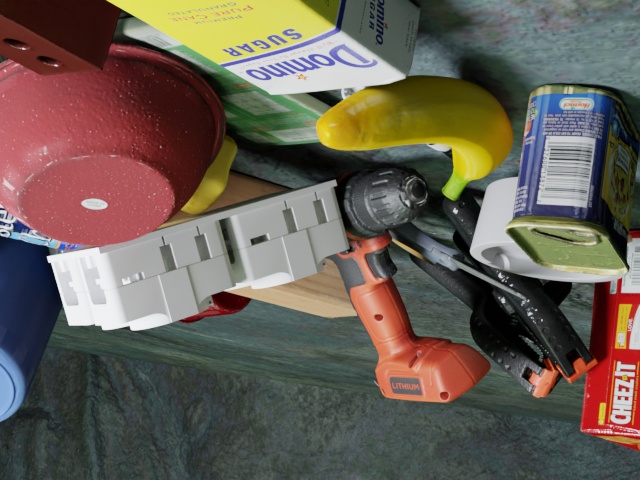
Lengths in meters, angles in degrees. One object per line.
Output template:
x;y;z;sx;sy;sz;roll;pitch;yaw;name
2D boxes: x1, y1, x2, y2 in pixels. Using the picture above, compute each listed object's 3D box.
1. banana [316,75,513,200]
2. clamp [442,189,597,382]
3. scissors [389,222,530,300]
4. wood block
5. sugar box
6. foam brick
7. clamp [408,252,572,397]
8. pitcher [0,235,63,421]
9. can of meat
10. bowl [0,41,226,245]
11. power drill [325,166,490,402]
0.067;-0.060;0.599;0.037;0.070;0.197;42;-168;27;banana
0.154;0.037;0.853;0.039;0.171;0.120;-35;171;7;clamp
0.084;0.001;0.830;0.096;0.016;0.202;38;176;-17;scissors
-0.056;0.002;0.941;0.205;0.090;0.091;16;168;-25;wood block
-0.039;-0.117;0.483;0.094;0.048;0.176;1;163;38;sugar box
-0.147;-0.122;0.539;0.053;0.051;0.078;2;165;37;foam brick
0.179;0.066;0.940;0.164;0.036;0.210;9;-153;-18;clamp
-0.316;0.060;1.010;0.145;0.243;0.149;19;122;-13;pitcher
0.149;-0.033;0.615;0.058;0.084;0.102;5;167;27;can of meat
-0.134;-0.044;0.639;0.162;0.055;0.162;-7;147;-4;bowl
0.057;0.032;0.823;0.057;0.187;0.185;-31;-171;-25;power drill
